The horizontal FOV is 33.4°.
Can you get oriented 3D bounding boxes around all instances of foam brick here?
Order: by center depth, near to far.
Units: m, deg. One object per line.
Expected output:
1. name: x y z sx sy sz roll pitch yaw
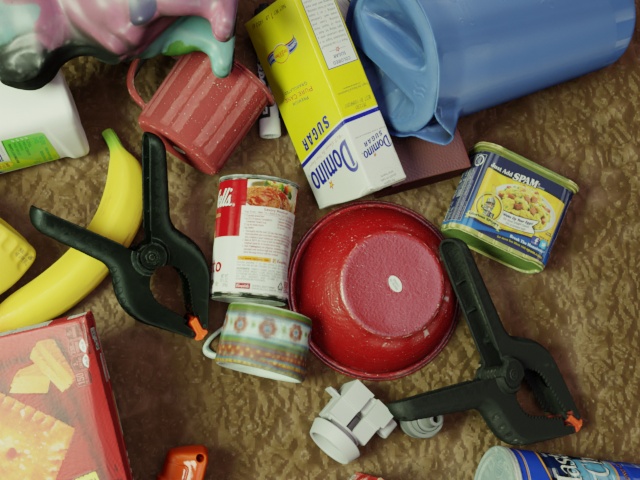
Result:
1. foam brick: 0.083 -0.075 0.947 0.078 0.051 0.053 -15 85 -14

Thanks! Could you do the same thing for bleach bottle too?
1. bleach bottle: -0.317 -0.071 0.845 0.250 0.102 0.068 -19 77 -8

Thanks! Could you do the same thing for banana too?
1. banana: -0.197 0.003 0.885 0.070 0.037 0.197 24 73 19

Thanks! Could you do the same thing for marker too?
1. marker: -0.047 -0.151 0.946 0.020 0.020 0.121 -1 82 -13

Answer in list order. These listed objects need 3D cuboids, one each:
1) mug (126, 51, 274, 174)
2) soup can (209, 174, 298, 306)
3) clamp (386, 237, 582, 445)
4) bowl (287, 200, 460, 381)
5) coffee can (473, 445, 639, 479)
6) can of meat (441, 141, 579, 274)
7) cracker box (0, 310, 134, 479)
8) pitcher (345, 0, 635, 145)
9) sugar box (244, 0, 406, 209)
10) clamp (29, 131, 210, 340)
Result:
1. mug: -0.108 -0.116 0.891 0.117 0.093 0.081 35 81 -13
2. soup can: -0.056 0.001 0.898 0.068 0.069 0.102 6 81 -12
3. clamp: 0.144 0.121 0.903 0.209 0.036 0.164 43 59 -25
4. bowl: 0.055 0.040 0.923 0.162 0.055 0.162 2 82 -13
5. coffee can: 0.210 0.234 0.905 0.140 0.103 0.103 9 80 -11
6. can of meat: 0.168 -0.028 0.957 0.102 0.057 0.084 25 79 -8
7. cracker box: -0.252 0.155 0.773 0.213 0.072 0.164 -13 90 -10
8. pitcher: 0.147 -0.189 0.924 0.242 0.145 0.149 -18 120 -28
9. sugar box: 0.002 -0.119 0.902 0.048 0.093 0.176 -22 93 -29
10. clamp: -0.136 0.001 0.860 0.120 0.039 0.171 -42 112 -7
